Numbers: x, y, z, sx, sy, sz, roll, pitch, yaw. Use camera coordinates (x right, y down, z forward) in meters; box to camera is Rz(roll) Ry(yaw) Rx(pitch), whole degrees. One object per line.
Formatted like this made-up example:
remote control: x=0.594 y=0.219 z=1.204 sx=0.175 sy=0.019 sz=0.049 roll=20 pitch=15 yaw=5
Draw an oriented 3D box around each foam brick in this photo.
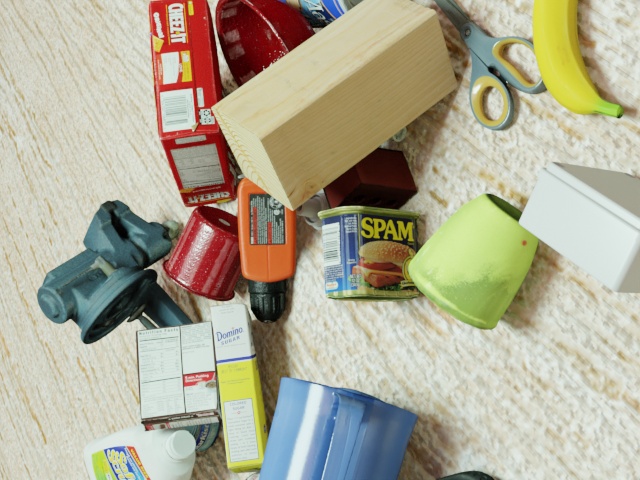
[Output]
foam brick: x=0.046 y=-0.058 z=1.052 sx=0.053 sy=0.078 sz=0.051 roll=-45 pitch=53 yaw=39

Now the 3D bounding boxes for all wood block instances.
wood block: x=0.016 y=-0.135 z=0.997 sx=0.206 sy=0.091 sz=0.090 roll=-38 pitch=42 yaw=-15

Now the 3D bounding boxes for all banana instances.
banana: x=0.213 y=-0.187 z=0.906 sx=0.070 sy=0.037 sz=0.198 roll=-13 pitch=76 yaw=29

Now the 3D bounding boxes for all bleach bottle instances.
bleach bottle: x=-0.210 y=0.259 z=1.276 sx=0.251 sy=0.067 sz=0.102 roll=-38 pitch=70 yaw=55

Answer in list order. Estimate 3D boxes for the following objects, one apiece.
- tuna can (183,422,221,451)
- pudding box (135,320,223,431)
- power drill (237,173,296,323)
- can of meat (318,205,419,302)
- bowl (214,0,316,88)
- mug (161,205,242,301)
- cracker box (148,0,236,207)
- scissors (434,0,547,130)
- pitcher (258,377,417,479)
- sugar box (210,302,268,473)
tuna can: x=-0.156 y=0.212 z=1.287 sx=0.086 sy=0.033 sz=0.086 roll=-10 pitch=77 yaw=49
pudding box: x=-0.158 y=0.150 z=1.191 sx=0.039 sy=0.090 sz=0.113 roll=83 pitch=179 yaw=-60
power drill: x=-0.057 y=0.001 z=1.117 sx=0.188 sy=0.057 sz=0.184 roll=-168 pitch=75 yaw=-85
can of meat: x=0.048 y=0.015 z=1.020 sx=0.058 sy=0.101 sz=0.084 roll=-11 pitch=78 yaw=49
bowl: x=-0.042 y=-0.190 z=1.101 sx=0.162 sy=0.055 sz=0.162 roll=48 pitch=158 yaw=26
mug: x=-0.125 y=0.009 z=1.250 sx=0.081 sy=0.093 sz=0.117 roll=-63 pitch=7 yaw=16
cracker box: x=-0.142 y=-0.151 z=1.211 sx=0.214 sy=0.072 sz=0.164 roll=88 pitch=174 yaw=-72
scissors: x=0.139 y=-0.174 z=1.005 sx=0.202 sy=0.016 sz=0.096 roll=42 pitch=117 yaw=45
pitcher: x=-0.004 y=0.252 z=0.969 sx=0.145 sy=0.149 sz=0.243 roll=4 pitch=73 yaw=43
sugar box: x=-0.087 y=0.163 z=1.169 sx=0.093 sy=0.048 sz=0.176 roll=87 pitch=177 yaw=-74
